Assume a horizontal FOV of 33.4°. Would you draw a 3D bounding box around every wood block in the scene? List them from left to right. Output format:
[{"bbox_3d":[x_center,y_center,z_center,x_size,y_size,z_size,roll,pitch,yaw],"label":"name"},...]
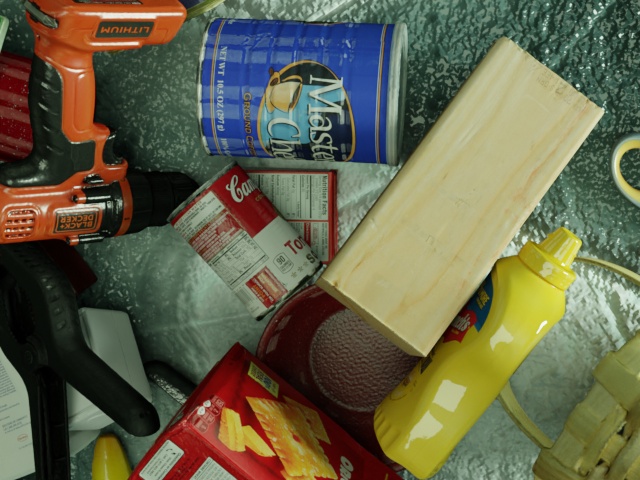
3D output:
[{"bbox_3d":[0.094,-0.028,0.752,0.090,0.091,0.206,37,85,1],"label":"wood block"}]

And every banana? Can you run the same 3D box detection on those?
[{"bbox_3d":[-0.137,0.253,0.901,0.069,0.037,0.198,-43,95,-9],"label":"banana"}]

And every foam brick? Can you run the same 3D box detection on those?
[{"bbox_3d":[-0.227,0.021,0.858,0.053,0.051,0.078,-34,95,12],"label":"foam brick"}]

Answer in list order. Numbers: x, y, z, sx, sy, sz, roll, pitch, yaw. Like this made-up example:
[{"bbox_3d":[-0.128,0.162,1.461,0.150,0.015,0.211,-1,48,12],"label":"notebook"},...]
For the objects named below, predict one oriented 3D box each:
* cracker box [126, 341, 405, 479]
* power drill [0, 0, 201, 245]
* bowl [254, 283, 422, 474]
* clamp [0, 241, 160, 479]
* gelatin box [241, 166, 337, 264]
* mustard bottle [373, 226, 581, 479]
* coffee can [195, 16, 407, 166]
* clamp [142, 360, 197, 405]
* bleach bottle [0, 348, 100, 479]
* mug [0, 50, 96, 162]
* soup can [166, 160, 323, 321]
[{"bbox_3d":[-0.012,0.181,0.743,0.213,0.164,0.072,39,105,0],"label":"cracker box"},{"bbox_3d":[-0.151,-0.085,0.761,0.057,0.184,0.188,37,123,39],"label":"power drill"},{"bbox_3d":[0.031,0.100,0.835,0.162,0.055,0.162,2,101,8],"label":"bowl"},{"bbox_3d":[-0.191,0.082,0.779,0.165,0.036,0.210,-33,73,42],"label":"clamp"},{"bbox_3d":[-0.031,-0.020,0.834,0.089,0.030,0.073,1,100,8],"label":"gelatin box"},{"bbox_3d":[0.114,0.071,0.738,0.058,0.096,0.192,36,104,-2],"label":"mustard bottle"},{"bbox_3d":[-0.010,-0.109,0.776,0.140,0.102,0.103,4,101,7],"label":"coffee can"},{"bbox_3d":[-0.076,0.155,0.868,0.171,0.039,0.120,-3,91,1],"label":"clamp"},{"bbox_3d":[-0.279,0.068,0.868,0.103,0.068,0.251,-23,95,16],"label":"bleach bottle"},{"bbox_3d":[-0.233,-0.089,0.811,0.081,0.093,0.117,17,66,9],"label":"mug"},{"bbox_3d":[-0.055,0.001,0.789,0.068,0.068,0.102,-40,92,13],"label":"soup can"}]
